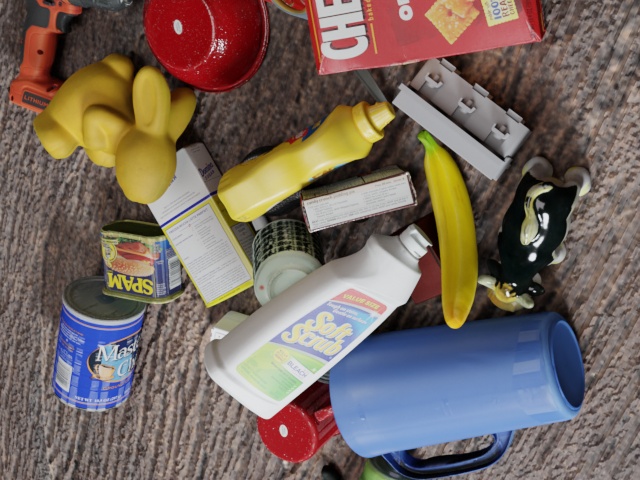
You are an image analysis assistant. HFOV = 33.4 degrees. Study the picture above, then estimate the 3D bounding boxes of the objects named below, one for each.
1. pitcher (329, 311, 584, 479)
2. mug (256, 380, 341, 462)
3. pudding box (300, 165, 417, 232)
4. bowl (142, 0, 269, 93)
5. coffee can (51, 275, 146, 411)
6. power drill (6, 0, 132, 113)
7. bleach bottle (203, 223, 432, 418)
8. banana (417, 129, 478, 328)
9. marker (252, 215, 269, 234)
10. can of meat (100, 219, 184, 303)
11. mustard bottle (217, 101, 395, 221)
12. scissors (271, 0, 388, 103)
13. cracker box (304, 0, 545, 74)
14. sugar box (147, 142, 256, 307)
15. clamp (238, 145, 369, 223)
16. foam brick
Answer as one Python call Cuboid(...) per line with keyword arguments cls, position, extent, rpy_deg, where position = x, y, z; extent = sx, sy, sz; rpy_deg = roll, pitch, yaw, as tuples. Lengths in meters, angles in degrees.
Cuboid(cls="pitcher", position=(0.145, 0.155, 1.104), extent=(0.243, 0.149, 0.145), rpy_deg=(-13, 59, 30))
Cuboid(cls="mug", position=(-0.012, 0.201, 1.235), extent=(0.117, 0.081, 0.093), rpy_deg=(-24, 95, 34))
Cuboid(cls="pudding box", position=(0.036, -0.043, 1.084), extent=(0.113, 0.090, 0.039), rpy_deg=(-17, 99, 1))
Cuboid(cls="bowl", position=(-0.137, -0.235, 1.157), extent=(0.162, 0.055, 0.162), rpy_deg=(11, 113, 27))
Cuboid(cls="coffee can", position=(-0.282, 0.130, 1.352), extent=(0.103, 0.102, 0.140), rpy_deg=(25, 119, 20))
Cuboid(cls="power drill", position=(-0.299, -0.238, 1.250), extent=(0.185, 0.057, 0.188), rpy_deg=(21, 115, 26))
Cuboid(cls="bleach bottle", position=(0.004, 0.070, 1.082), extent=(0.251, 0.068, 0.102), rpy_deg=(-41, 116, 13))
Cuboid(cls="banana", position=(0.128, -0.010, 1.066), extent=(0.037, 0.069, 0.198), rpy_deg=(-18, 77, 40))
Cuboid(cls="marker", position=(-0.058, 0.001, 1.223), extent=(0.020, 0.020, 0.121), rpy_deg=(-21, 97, 34))
Cuboid(cls="can of meat", position=(-0.219, 0.024, 1.304), extent=(0.102, 0.057, 0.084), rpy_deg=(8, 110, 27))
Cuboid(cls="mustard bottle", position=(-0.009, -0.087, 1.078), extent=(0.192, 0.096, 0.058), rpy_deg=(-28, 95, 23))
Cuboid(cls="scissors", position=(0.024, -0.223, 1.060), extent=(0.202, 0.016, 0.096), rpy_deg=(42, 121, 1))
Cuboid(cls="cracker box", position=(0.090, -0.251, 0.984), extent=(0.214, 0.072, 0.164), rpy_deg=(-6, 106, 17))
Cuboid(cls="sugar box", position=(-0.135, -0.018, 1.246), extent=(0.093, 0.048, 0.176), rpy_deg=(-28, 89, 34))
Cuboid(cls="clamp", position=(-0.030, -0.078, 1.162), extent=(0.172, 0.039, 0.120), rpy_deg=(0, 102, 20))
Cuboid(cls="foam brick", position=(0.110, 0.018, 1.112), extent=(0.051, 0.052, 0.078), rpy_deg=(-30, 91, 35))
